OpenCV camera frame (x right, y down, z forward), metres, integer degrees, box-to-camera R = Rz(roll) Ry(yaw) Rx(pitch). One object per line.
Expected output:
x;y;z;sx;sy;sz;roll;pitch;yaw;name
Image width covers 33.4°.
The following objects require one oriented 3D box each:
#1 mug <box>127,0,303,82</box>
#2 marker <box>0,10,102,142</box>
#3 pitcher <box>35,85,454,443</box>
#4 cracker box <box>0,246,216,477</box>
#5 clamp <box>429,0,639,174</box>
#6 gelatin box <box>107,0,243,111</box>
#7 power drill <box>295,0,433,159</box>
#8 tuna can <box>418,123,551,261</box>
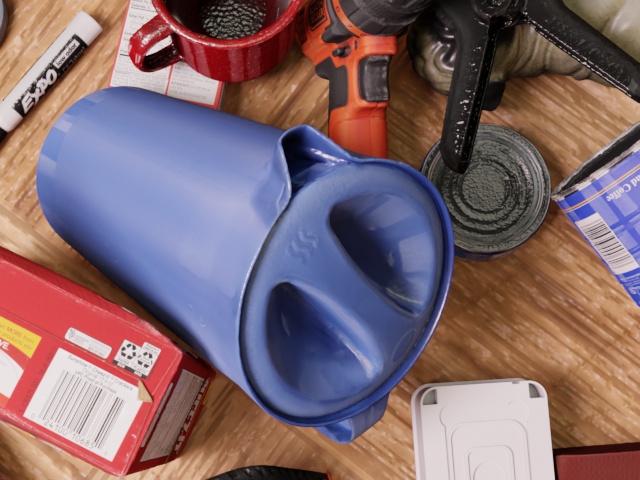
-0.064;-0.138;0.640;0.117;0.081;0.093;-38;83;-8;mug
-0.189;-0.100;0.699;0.020;0.020;0.121;39;84;5;marker
-0.054;0.001;0.584;0.243;0.144;0.149;26;95;46;pitcher
-0.147;0.058;0.579;0.164;0.214;0.072;26;81;3;cracker box
0.114;-0.131;0.604;0.120;0.039;0.171;-11;85;12;clamp
-0.093;-0.124;0.696;0.073;0.030;0.089;11;79;2;gelatin box
0.035;-0.074;0.622;0.057;0.185;0.187;-3;89;-16;power drill
0.103;-0.031;0.680;0.086;0.034;0.086;0;82;0;tuna can
